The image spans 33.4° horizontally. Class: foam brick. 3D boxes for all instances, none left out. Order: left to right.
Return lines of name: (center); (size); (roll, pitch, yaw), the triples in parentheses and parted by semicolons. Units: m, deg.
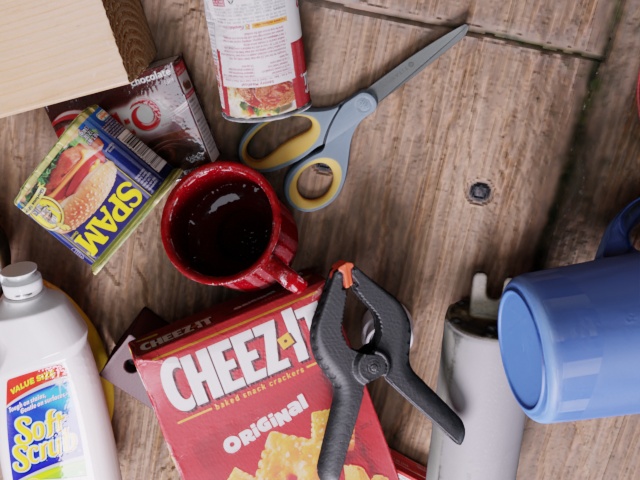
foam brick: (-0.137, 0.105, 0.904); (0.078, 0.051, 0.053); (35, 112, -11)

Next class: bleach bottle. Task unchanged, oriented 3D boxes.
bleach bottle: (-0.227, 0.136, 0.874); (0.102, 0.068, 0.251); (-4, 115, 7)

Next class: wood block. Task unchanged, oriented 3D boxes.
wood block: (-0.238, -0.142, 0.782); (0.206, 0.090, 0.091); (-13, 112, 11)

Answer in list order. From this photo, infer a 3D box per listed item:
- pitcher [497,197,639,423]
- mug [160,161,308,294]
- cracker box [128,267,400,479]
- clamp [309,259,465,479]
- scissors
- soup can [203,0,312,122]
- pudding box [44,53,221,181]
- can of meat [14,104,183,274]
pitcher: (0.258, 0.052, 0.781); (0.242, 0.149, 0.145); (-8, 120, -9)
mug: (-0.055, 0.001, 0.814); (0.117, 0.081, 0.093); (36, 89, 18)
cracker box: (-0.039, 0.153, 0.859); (0.164, 0.072, 0.213); (-22, 102, -12)
clamp: (0.029, 0.103, 0.817); (0.120, 0.039, 0.171); (-26, 95, -17)
scissors: (0.035, -0.087, 0.825); (0.202, 0.016, 0.096); (-20, 112, 13)
soup can: (-0.046, -0.145, 0.777); (0.068, 0.068, 0.102); (-5, 113, 7)
pudding box: (-0.144, -0.085, 0.827); (0.113, 0.039, 0.090); (-16, 112, 12)
can of meat: (-0.168, -0.040, 0.798); (0.084, 0.057, 0.102); (40, 114, -9)
